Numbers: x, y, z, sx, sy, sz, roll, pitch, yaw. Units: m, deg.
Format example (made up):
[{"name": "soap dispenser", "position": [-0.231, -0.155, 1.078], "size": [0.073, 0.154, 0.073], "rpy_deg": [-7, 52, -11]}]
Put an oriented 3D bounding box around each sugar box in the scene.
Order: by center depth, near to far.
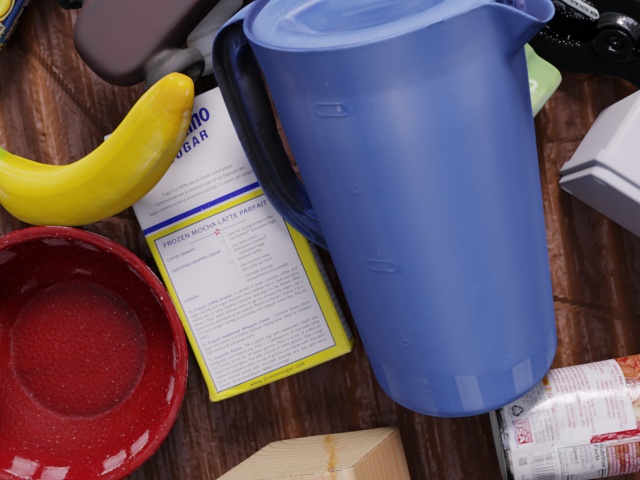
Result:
[{"name": "sugar box", "position": [-0.054, 0.001, 0.653], "size": [0.093, 0.048, 0.176], "rpy_deg": [-22, 87, 6]}]

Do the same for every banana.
[{"name": "banana", "position": [-0.137, -0.043, 0.619], "size": [0.198, 0.037, 0.069], "rpy_deg": [-9, 113, 39]}]

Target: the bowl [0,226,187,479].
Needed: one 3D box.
[{"name": "bowl", "position": [-0.157, 0.071, 0.656], "size": [0.162, 0.055, 0.162], "rpy_deg": [0, 92, 4]}]

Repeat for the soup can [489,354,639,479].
[{"name": "soup can", "position": [0.154, 0.107, 0.631], "size": [0.102, 0.068, 0.068], "rpy_deg": [-10, 91, 4]}]

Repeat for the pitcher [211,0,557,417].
[{"name": "pitcher", "position": [0.046, -0.028, 0.569], "size": [0.145, 0.149, 0.243], "rpy_deg": [-22, 121, -8]}]
